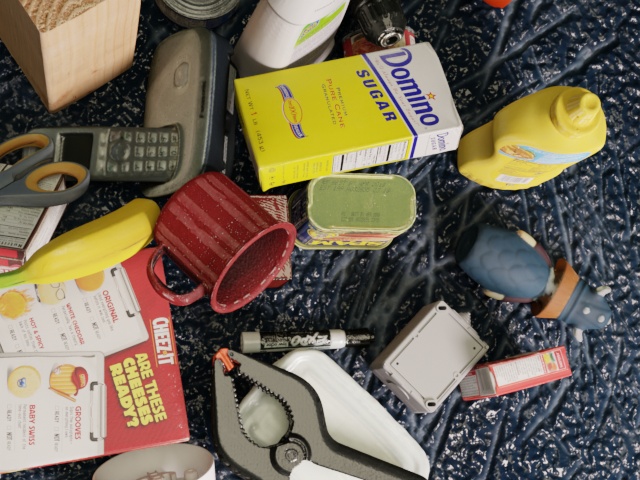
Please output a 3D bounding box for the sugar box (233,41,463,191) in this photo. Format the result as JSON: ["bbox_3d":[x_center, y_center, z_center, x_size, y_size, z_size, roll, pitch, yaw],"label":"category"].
[{"bbox_3d":[0.022,-0.107,0.903,0.176,0.048,0.093,-14,66,-6],"label":"sugar box"}]

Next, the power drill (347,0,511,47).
[{"bbox_3d":[0.091,-0.252,0.974,0.187,0.057,0.184,-5,61,-28],"label":"power drill"}]

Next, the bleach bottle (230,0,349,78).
[{"bbox_3d":[-0.013,-0.196,0.881,0.068,0.251,0.102,46,75,-2],"label":"bleach bottle"}]

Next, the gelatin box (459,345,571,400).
[{"bbox_3d":[0.170,0.118,0.949,0.073,0.089,0.030,-12,82,-14],"label":"gelatin box"}]

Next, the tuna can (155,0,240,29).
[{"bbox_3d":[-0.112,-0.238,0.980,0.086,0.034,0.086,2,80,-11],"label":"tuna can"}]

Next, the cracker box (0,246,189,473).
[{"bbox_3d":[-0.228,0.103,0.880,0.213,0.072,0.164,-8,82,-14],"label":"cracker box"}]

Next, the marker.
[{"bbox_3d":[-0.011,0.089,0.953,0.121,0.020,0.020,-1,81,-12],"label":"marker"}]

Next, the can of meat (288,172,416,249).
[{"bbox_3d":[0.027,-0.026,0.947,0.102,0.084,0.057,1,80,-12],"label":"can of meat"}]

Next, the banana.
[{"bbox_3d":[-0.173,-0.005,0.854,0.070,0.197,0.037,4,107,25],"label":"banana"}]

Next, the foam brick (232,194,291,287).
[{"bbox_3d":[-0.056,0.001,0.941,0.051,0.053,0.078,-1,80,-12],"label":"foam brick"}]

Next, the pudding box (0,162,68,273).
[{"bbox_3d":[-0.265,-0.018,0.871,0.090,0.039,0.113,10,40,1],"label":"pudding box"}]

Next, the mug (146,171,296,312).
[{"bbox_3d":[-0.089,0.005,0.863,0.117,0.093,0.081,-40,68,-21],"label":"mug"}]

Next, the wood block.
[{"bbox_3d":[-0.207,-0.188,0.863,0.090,0.206,0.091,-34,89,-15],"label":"wood block"}]

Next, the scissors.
[{"bbox_3d":[-0.257,-0.025,0.835,0.096,0.016,0.201,19,40,10],"label":"scissors"}]

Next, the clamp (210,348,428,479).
[{"bbox_3d":[-0.015,0.172,0.865,0.164,0.036,0.210,-27,86,-14],"label":"clamp"}]

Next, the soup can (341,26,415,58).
[{"bbox_3d":[0.059,-0.139,0.981,0.068,0.068,0.102,-5,82,-13],"label":"soup can"}]

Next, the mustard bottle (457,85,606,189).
[{"bbox_3d":[0.194,-0.092,0.937,0.096,0.192,0.058,6,79,-11],"label":"mustard bottle"}]
